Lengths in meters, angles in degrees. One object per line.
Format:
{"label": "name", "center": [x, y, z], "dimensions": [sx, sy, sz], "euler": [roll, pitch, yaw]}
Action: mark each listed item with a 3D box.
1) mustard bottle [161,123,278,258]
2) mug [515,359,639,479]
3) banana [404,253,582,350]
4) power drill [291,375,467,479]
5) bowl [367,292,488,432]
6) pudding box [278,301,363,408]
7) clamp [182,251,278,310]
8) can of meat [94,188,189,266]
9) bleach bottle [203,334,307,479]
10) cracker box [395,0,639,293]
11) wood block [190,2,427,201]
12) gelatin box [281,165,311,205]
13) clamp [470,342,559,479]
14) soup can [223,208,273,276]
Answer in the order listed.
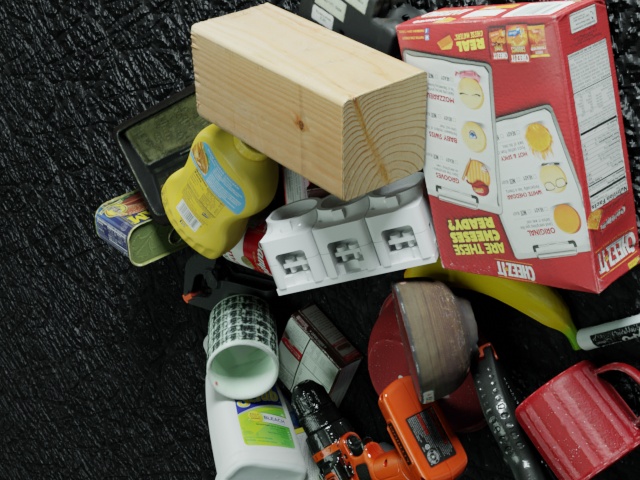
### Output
{"label": "mustard bottle", "center": [-0.091, -0.063, 1.049], "dimensions": [0.096, 0.058, 0.192], "euler": [54, 142, 8]}
{"label": "mug", "center": [0.224, 0.147, 0.886], "dimensions": [0.117, 0.093, 0.081], "euler": [-47, 68, 32]}
{"label": "banana", "center": [0.146, 0.040, 0.953], "dimensions": [0.198, 0.037, 0.069], "euler": [23, 128, 42]}
{"label": "power drill", "center": [0.052, 0.199, 1.057], "dimensions": [0.184, 0.057, 0.188], "euler": [60, 146, 11]}
{"label": "bowl", "center": [0.098, 0.128, 1.052], "dimensions": [0.162, 0.055, 0.162], "euler": [29, 132, 38]}
{"label": "pudding box", "center": [-0.006, 0.138, 1.203], "dimensions": [0.090, 0.039, 0.114], "euler": [46, 143, 22]}
{"label": "clamp", "center": [-0.112, 0.045, 1.278], "dimensions": [0.120, 0.039, 0.172], "euler": [57, 144, 13]}
{"label": "can of meat", "center": [-0.214, -0.021, 1.310], "dimensions": [0.084, 0.101, 0.057], "euler": [29, 133, 41]}
{"label": "bleach bottle", "center": [-0.094, 0.180, 1.236], "dimensions": [0.068, 0.102, 0.251], "euler": [-58, 35, 30]}
{"label": "cracker box", "center": [0.156, -0.077, 0.840], "dimensions": [0.164, 0.072, 0.214], "euler": [9, 119, 50]}
{"label": "wood block", "center": [-0.014, -0.122, 0.902], "dimensions": [0.206, 0.090, 0.091], "euler": [33, 136, 41]}
{"label": "gelatin box", "center": [-0.025, -0.089, 1.059], "dimensions": [0.073, 0.030, 0.089], "euler": [-92, -4, -64]}
{"label": "clamp", "center": [0.187, 0.194, 0.958], "dimensions": [0.036, 0.164, 0.210], "euler": [-28, 66, 14]}
{"label": "soup can", "center": [-0.058, 0.001, 1.157], "dimensions": [0.102, 0.068, 0.068], "euler": [17, 124, 46]}
